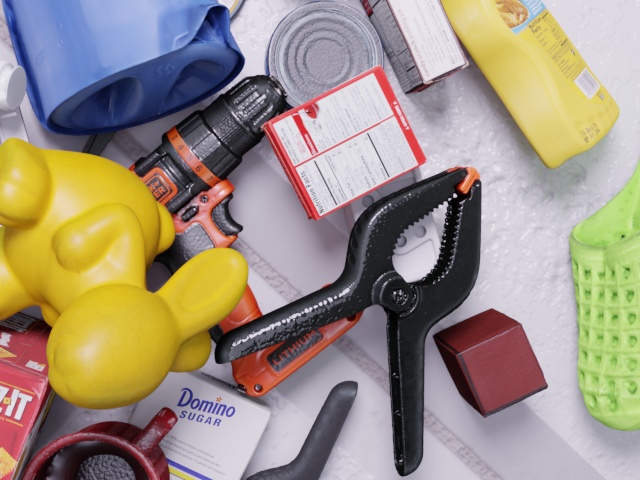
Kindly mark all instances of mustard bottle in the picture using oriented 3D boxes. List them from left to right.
[{"bbox_3d":[0.134,-0.147,0.754,0.058,0.096,0.191,-32,97,38],"label":"mustard bottle"}]

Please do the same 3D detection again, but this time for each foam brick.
[{"bbox_3d":[0.122,0.087,0.774,0.051,0.078,0.053,-26,98,-4],"label":"foam brick"}]

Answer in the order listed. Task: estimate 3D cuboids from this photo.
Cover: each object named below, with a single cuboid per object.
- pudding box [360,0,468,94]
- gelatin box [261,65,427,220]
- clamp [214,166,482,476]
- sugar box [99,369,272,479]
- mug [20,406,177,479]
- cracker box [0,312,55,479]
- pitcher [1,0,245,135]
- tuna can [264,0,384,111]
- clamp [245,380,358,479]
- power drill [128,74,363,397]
[{"bbox_3d":[0.059,-0.161,0.746,0.039,0.090,0.113,-27,95,-3],"label":"pudding box"},{"bbox_3d":[0.016,-0.065,0.716,0.089,0.030,0.073,-28,96,-7],"label":"gelatin box"},{"bbox_3d":[0.037,0.036,0.718,0.164,0.036,0.210,27,88,-15],"label":"clamp"},{"bbox_3d":[-0.114,0.181,0.776,0.093,0.048,0.176,27,88,-4],"label":"sugar box"},{"bbox_3d":[-0.137,0.157,0.710,0.093,0.081,0.117,39,90,0],"label":"mug"},{"bbox_3d":[-0.237,0.161,0.704,0.072,0.164,0.214,21,92,-8],"label":"cracker box"},{"bbox_3d":[-0.158,-0.195,0.702,0.149,0.145,0.243,-20,84,-3],"label":"pitcher"},{"bbox_3d":[0.003,-0.129,0.771,0.086,0.034,0.086,0,94,-5],"label":"tuna can"},{"bbox_3d":[-0.001,0.199,0.790,0.171,0.039,0.120,-43,92,5],"label":"clamp"},{"bbox_3d":[-0.055,0.001,0.757,0.184,0.057,0.187,-39,94,9],"label":"power drill"}]
